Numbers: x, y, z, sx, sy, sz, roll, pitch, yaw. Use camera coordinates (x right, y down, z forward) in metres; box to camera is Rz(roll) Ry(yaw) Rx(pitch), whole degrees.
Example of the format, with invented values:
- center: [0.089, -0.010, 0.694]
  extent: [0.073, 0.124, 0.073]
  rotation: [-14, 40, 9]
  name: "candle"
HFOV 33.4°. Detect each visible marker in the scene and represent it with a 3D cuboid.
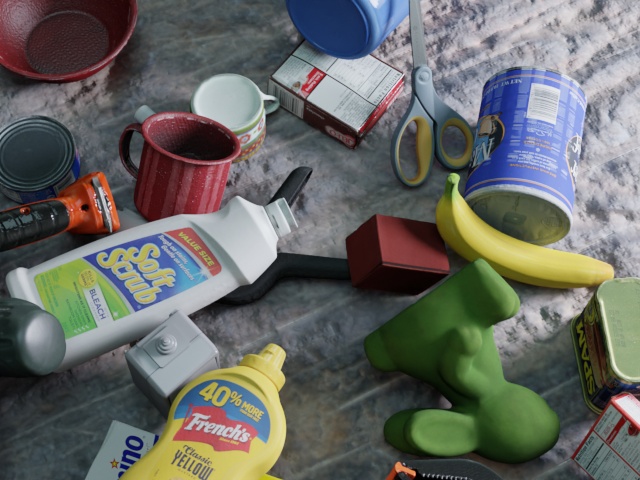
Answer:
- center: [-0.137, -0.091, 1.058]
  extent: [0.121, 0.020, 0.020]
  rotation: [40, 69, 17]
  name: "marker"

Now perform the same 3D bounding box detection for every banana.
- center: [0.175, 0.007, 0.979]
  extent: [0.197, 0.070, 0.037]
  rotation: [26, 56, -21]
  name: "banana"

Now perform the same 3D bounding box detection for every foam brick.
- center: [0.070, 0.014, 0.975]
  extent: [0.078, 0.053, 0.051]
  rotation: [8, 60, -32]
  name: "foam brick"

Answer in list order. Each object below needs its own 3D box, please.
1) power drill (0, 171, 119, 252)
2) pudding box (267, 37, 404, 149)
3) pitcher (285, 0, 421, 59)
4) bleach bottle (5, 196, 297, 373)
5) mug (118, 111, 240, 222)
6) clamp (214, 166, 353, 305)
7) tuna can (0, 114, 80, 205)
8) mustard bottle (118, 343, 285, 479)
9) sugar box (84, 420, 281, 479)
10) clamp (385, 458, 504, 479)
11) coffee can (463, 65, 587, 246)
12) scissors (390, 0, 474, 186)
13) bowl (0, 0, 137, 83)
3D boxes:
- center: [-0.287, -0.006, 0.953]
  extent: [0.187, 0.185, 0.057]
  rotation: [-20, 98, -27]
  name: "power drill"
- center: [0.016, -0.157, 1.084]
  extent: [0.113, 0.039, 0.090]
  rotation: [34, 65, 12]
  name: "pudding box"
- center: [0.078, -0.294, 1.077]
  extent: [0.145, 0.149, 0.242]
  rotation: [37, 59, 0]
  name: "pitcher"
- center: [-0.142, 0.022, 0.945]
  extent: [0.251, 0.068, 0.102]
  rotation: [-26, 76, -1]
  name: "bleach bottle"
- center: [-0.138, -0.067, 0.996]
  extent: [0.117, 0.082, 0.093]
  rotation: [25, 32, 12]
  name: "mug"
- center: [-0.057, 0.001, 1.001]
  extent: [0.171, 0.039, 0.120]
  rotation: [-16, 66, -9]
  name: "clamp"
- center: [-0.278, -0.077, 1.039]
  extent: [0.086, 0.034, 0.086]
  rotation: [0, 63, -1]
  name: "tuna can"
- center: [-0.083, 0.163, 0.862]
  extent: [0.096, 0.058, 0.191]
  rotation: [25, 60, 16]
  name: "mustard bottle"
- center: [-0.109, 0.223, 0.886]
  extent: [0.176, 0.048, 0.093]
  rotation: [18, 63, 6]
  name: "sugar box"
- center: [0.149, 0.236, 0.841]
  extent: [0.210, 0.036, 0.164]
  rotation: [21, 37, -5]
  name: "clamp"
- center: [0.194, -0.079, 1.012]
  extent: [0.103, 0.103, 0.140]
  rotation: [12, 63, 4]
  name: "coffee can"
- center: [0.114, -0.150, 1.031]
  extent: [0.096, 0.016, 0.202]
  rotation: [3, 104, -20]
  name: "scissors"
- center: [-0.266, -0.217, 1.097]
  extent: [0.162, 0.055, 0.162]
  rotation: [0, 63, -1]
  name: "bowl"
